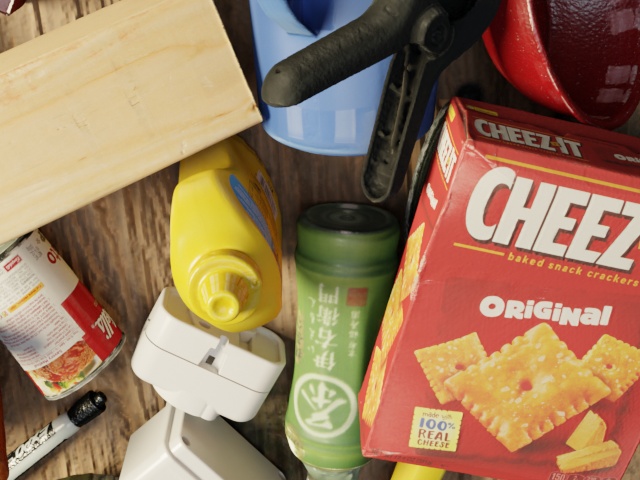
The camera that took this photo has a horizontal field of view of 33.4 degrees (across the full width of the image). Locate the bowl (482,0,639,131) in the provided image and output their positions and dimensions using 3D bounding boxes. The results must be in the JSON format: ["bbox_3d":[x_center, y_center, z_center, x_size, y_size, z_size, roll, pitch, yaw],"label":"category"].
[{"bbox_3d":[0.140,-0.142,0.639,0.055,0.161,0.162,-5,117,41],"label":"bowl"}]

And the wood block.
[{"bbox_3d":[-0.152,-0.073,0.635,0.206,0.091,0.090,-26,112,-8],"label":"wood block"}]

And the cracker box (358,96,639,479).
[{"bbox_3d":[0.126,0.041,0.622,0.164,0.072,0.214,12,118,-7],"label":"cracker box"}]

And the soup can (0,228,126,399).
[{"bbox_3d":[-0.188,0.047,0.713,0.068,0.068,0.102,-33,108,9],"label":"soup can"}]

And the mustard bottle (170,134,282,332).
[{"bbox_3d":[-0.055,0.001,0.637,0.058,0.191,0.096,-20,110,4],"label":"mustard bottle"}]

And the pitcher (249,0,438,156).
[{"bbox_3d":[0.010,-0.172,0.599,0.149,0.145,0.243,-9,117,-17],"label":"pitcher"}]

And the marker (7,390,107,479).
[{"bbox_3d":[-0.203,0.148,0.776,0.121,0.020,0.020,-38,108,10],"label":"marker"}]

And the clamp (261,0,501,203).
[{"bbox_3d":[0.051,-0.103,0.567,0.171,0.039,0.120,-47,144,-8],"label":"clamp"}]
